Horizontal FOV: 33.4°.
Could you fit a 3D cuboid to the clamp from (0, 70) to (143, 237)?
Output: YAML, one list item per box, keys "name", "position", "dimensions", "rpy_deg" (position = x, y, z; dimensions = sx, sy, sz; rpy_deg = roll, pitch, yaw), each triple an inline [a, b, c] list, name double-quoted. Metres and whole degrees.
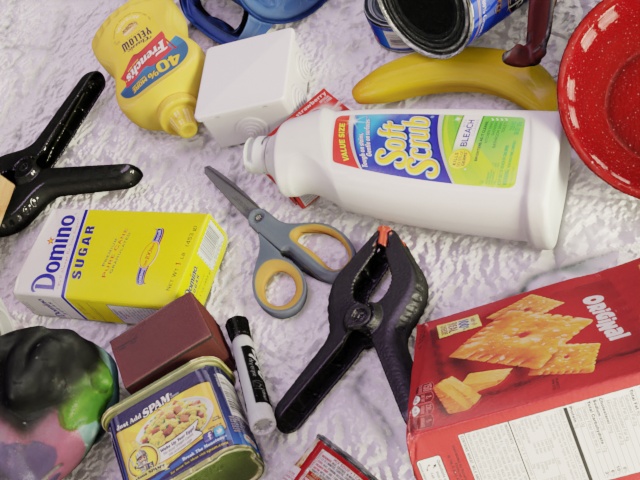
- name: "clamp"
  position: [-0.274, -0.071, 1.034]
  dimensions: [0.210, 0.036, 0.164]
  rpy_deg: [-27, 49, 10]

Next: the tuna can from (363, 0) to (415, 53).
- name: "tuna can"
  position: [0.083, -0.211, 0.959]
  dimensions: [0.086, 0.033, 0.086]
  rpy_deg: [-14, 51, 18]

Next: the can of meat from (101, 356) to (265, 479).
- name: "can of meat"
  position: [-0.098, 0.147, 0.769]
  dimensions: [0.102, 0.057, 0.084]
  rpy_deg: [-30, 49, 3]

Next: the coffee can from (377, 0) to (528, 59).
- name: "coffee can"
  position: [0.128, -0.227, 0.877]
  dimensions: [0.103, 0.103, 0.140]
  rpy_deg: [27, 54, 38]

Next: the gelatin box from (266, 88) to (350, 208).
- name: "gelatin box"
  position: [-0.007, -0.079, 0.908]
  dimensions: [0.089, 0.030, 0.073]
  rpy_deg: [-40, 48, -5]

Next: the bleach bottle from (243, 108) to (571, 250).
- name: "bleach bottle"
  position: [0.057, -0.053, 0.813]
  dimensions: [0.251, 0.068, 0.102]
  rpy_deg: [4, 58, 22]

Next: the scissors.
- name: "scissors"
  position: [-0.056, 0.001, 0.883]
  dimensions: [0.202, 0.016, 0.096]
  rpy_deg: [24, 69, 38]

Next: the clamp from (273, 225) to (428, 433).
- name: "clamp"
  position: [0.043, 0.068, 0.767]
  dimensions: [0.120, 0.039, 0.171]
  rpy_deg: [7, 63, 31]

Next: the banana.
- name: "banana"
  position: [0.118, -0.130, 0.878]
  dimensions: [0.198, 0.037, 0.069]
  rpy_deg: [16, 62, 35]

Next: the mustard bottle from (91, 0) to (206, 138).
- name: "mustard bottle"
  position: [-0.155, -0.160, 1.026]
  dimensions: [0.096, 0.058, 0.192]
  rpy_deg: [-34, 48, 4]

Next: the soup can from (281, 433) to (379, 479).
- name: "soup can"
  position: [-0.008, 0.185, 0.686]
  dimensions: [0.069, 0.068, 0.102]
  rpy_deg: [30, 73, 39]

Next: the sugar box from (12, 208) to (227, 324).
- name: "sugar box"
  position: [-0.172, 0.021, 0.908]
  dimensions: [0.176, 0.048, 0.093]
  rpy_deg: [3, 58, 28]

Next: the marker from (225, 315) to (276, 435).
- name: "marker"
  position: [-0.053, 0.096, 0.794]
  dimensions: [0.020, 0.020, 0.121]
  rpy_deg: [-28, 37, 5]

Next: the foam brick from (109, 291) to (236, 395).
- name: "foam brick"
  position: [-0.113, 0.088, 0.824]
  dimensions: [0.078, 0.051, 0.053]
  rpy_deg: [-32, 47, 2]

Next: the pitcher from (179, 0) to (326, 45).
- name: "pitcher"
  position: [-0.096, -0.305, 1.069]
  dimensions: [0.149, 0.145, 0.243]
  rpy_deg: [-35, 43, -17]

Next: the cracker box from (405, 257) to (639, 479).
- name: "cracker box"
  position: [0.161, 0.075, 0.630]
  dimensions: [0.214, 0.072, 0.164]
  rpy_deg: [-19, 14, 14]
